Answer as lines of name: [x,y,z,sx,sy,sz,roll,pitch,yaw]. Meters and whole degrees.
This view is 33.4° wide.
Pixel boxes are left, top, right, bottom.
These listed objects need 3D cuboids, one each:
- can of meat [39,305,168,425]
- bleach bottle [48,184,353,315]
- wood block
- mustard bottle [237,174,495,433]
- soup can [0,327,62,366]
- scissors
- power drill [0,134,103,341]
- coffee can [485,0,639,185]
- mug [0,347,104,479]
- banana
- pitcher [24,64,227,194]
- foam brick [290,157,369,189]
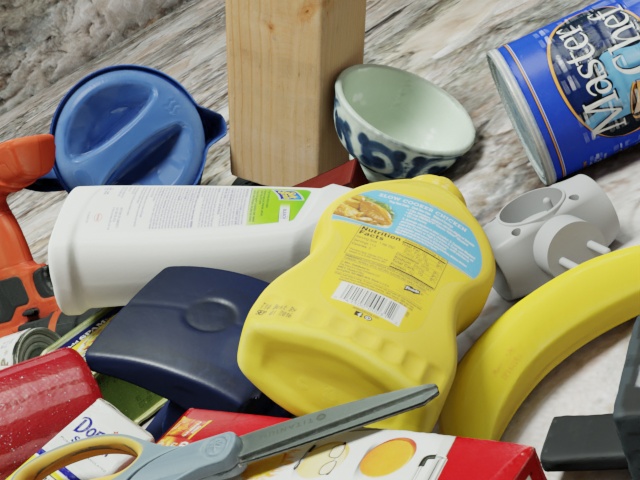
can of meat: [-0.136,0.085,0.749,0.102,0.057,0.084,-38,24,-26]
bleach bottle: [-0.055,0.001,0.752,0.251,0.068,0.102,-2,33,2]
wood block: [-0.020,-0.151,0.896,0.090,0.206,0.090,17,39,21]
mustard bottle: [0.037,0.018,0.543,0.096,0.058,0.191,22,37,10]
soup can: [-0.245,0.109,0.811,0.102,0.068,0.068,-18,22,25]
scissors: [-0.053,0.104,0.442,0.202,0.016,0.096,-11,31,24]
power drill: [-0.225,0.015,0.852,0.185,0.187,0.057,-14,2,31]
coffee can: [0.199,-0.113,0.733,0.140,0.103,0.103,-25,20,8]
mug: [-0.163,0.123,0.614,0.081,0.117,0.093,-20,-10,-24]
banana: [0.121,0.052,0.534,0.197,0.037,0.070,-40,52,-22]
pitcher: [-0.180,-0.075,1.006,0.145,0.149,0.243,-60,2,-5]
foam brick: [0.003,-0.019,0.830,0.078,0.053,0.051,-23,20,15]
